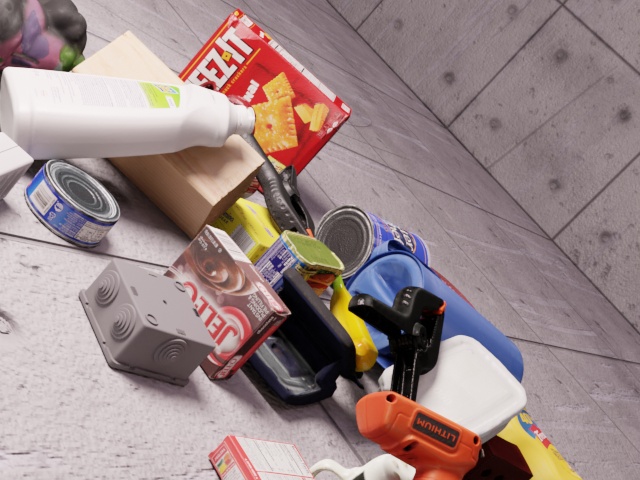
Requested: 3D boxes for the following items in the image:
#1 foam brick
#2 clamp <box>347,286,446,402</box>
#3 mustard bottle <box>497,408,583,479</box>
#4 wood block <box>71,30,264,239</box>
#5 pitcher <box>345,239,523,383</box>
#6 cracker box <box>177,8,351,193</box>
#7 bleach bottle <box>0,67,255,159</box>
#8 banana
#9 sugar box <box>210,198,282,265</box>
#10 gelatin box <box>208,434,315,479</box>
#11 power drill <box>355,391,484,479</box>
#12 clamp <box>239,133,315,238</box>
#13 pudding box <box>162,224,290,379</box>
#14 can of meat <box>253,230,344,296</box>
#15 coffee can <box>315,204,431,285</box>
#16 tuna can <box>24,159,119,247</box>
[{"bbox_3d":[0.193,0.255,1.217,0.078,0.053,0.051,31,20,-33],"label":"foam brick"},{"bbox_3d":[0.085,0.096,1.093,0.209,0.036,0.164,-49,127,-58],"label":"clamp"},{"bbox_3d":[0.264,0.263,1.351,0.192,0.058,0.096,53,14,32],"label":"mustard bottle"},{"bbox_3d":[-0.173,-0.114,1.163,0.206,0.091,0.090,44,58,3],"label":"wood block"},{"bbox_3d":[0.142,0.114,1.315,0.242,0.149,0.145,35,-7,-37],"label":"pitcher"},{"bbox_3d":[-0.089,-0.185,1.468,0.213,0.164,0.072,41,14,-8],"label":"cracker box"},{"bbox_3d":[-0.184,-0.120,1.058,0.250,0.068,0.103,0,39,-25],"label":"bleach bottle"},{"bbox_3d":[0.033,0.101,1.153,0.069,0.037,0.198,63,1,-23],"label":"banana"},{"bbox_3d":[-0.058,0.001,1.280,0.093,0.048,0.176,52,20,28],"label":"sugar box"},{"bbox_3d":[-0.039,0.196,0.859,0.089,0.030,0.073,23,24,-50],"label":"gelatin box"},{"bbox_3d":[0.045,0.215,0.810,0.184,0.057,0.187,29,60,-22],"label":"power drill"},{"bbox_3d":[-0.043,-0.054,1.294,0.120,0.039,0.171,22,38,-54],"label":"clamp"},{"bbox_3d":[-0.093,0.057,0.977,0.114,0.090,0.039,51,16,27],"label":"pudding box"},{"bbox_3d":[-0.033,0.040,1.173,0.057,0.084,0.102,51,18,26],"label":"can of meat"},{"bbox_3d":[0.069,0.020,1.429,0.140,0.103,0.103,23,25,-49],"label":"coffee can"},{"bbox_3d":[-0.229,-0.035,0.990,0.086,0.034,0.086,39,17,-14],"label":"tuna can"}]
